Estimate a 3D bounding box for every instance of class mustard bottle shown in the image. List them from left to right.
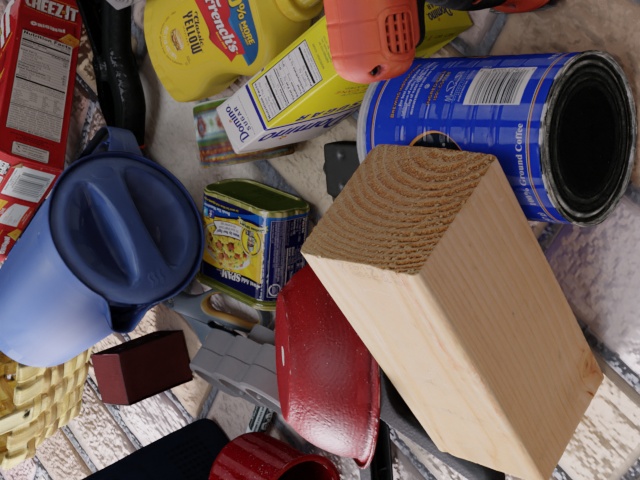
[{"bbox_3d":[-0.062,-0.174,0.837,0.192,0.058,0.096,-10,95,47],"label":"mustard bottle"}]

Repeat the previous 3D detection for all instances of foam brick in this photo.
[{"bbox_3d":[-0.173,0.122,1.031,0.053,0.078,0.051,-6,99,47],"label":"foam brick"}]

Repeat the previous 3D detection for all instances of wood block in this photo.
[{"bbox_3d":[0.087,0.047,0.652,0.090,0.090,0.206,11,146,43],"label":"wood block"}]

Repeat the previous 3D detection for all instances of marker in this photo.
[{"bbox_3d":[-0.051,0.155,0.958,0.020,0.020,0.121,43,129,29],"label":"marker"}]

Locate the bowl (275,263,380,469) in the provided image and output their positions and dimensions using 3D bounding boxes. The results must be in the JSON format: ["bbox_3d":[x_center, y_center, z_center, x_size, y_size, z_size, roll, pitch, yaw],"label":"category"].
[{"bbox_3d":[0.000,0.079,0.748,0.162,0.055,0.162,178,90,-82],"label":"bowl"}]

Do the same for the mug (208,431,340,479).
[{"bbox_3d":[-0.050,0.222,0.913,0.082,0.117,0.093,17,144,47],"label":"mug"}]

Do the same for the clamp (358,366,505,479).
[{"bbox_3d":[0.042,0.137,0.842,0.210,0.036,0.165,56,136,21],"label":"clamp"}]

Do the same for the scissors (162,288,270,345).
[{"bbox_3d":[-0.127,0.073,0.990,0.202,0.016,0.096,5,112,35],"label":"scissors"}]

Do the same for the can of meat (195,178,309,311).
[{"bbox_3d":[-0.056,0.001,0.887,0.102,0.057,0.084,21,115,41],"label":"can of meat"}]

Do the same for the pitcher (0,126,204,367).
[{"bbox_3d":[-0.212,0.019,0.940,0.145,0.149,0.243,48,141,-7],"label":"pitcher"}]

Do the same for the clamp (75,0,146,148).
[{"bbox_3d":[-0.195,-0.170,0.989,0.120,0.039,0.171,-141,45,-60],"label":"clamp"}]

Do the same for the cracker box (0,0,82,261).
[{"bbox_3d":[-0.294,-0.113,1.018,0.164,0.072,0.213,-44,39,44],"label":"cracker box"}]

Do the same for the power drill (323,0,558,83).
[{"bbox_3d":[0.065,-0.192,0.605,0.057,0.187,0.184,8,110,46],"label":"power drill"}]

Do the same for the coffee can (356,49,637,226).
[{"bbox_3d":[0.108,-0.064,0.662,0.141,0.102,0.103,7,107,45],"label":"coffee can"}]

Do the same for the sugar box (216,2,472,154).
[{"bbox_3d":[0.013,-0.120,0.752,0.177,0.093,0.048,-35,76,47],"label":"sugar box"}]
